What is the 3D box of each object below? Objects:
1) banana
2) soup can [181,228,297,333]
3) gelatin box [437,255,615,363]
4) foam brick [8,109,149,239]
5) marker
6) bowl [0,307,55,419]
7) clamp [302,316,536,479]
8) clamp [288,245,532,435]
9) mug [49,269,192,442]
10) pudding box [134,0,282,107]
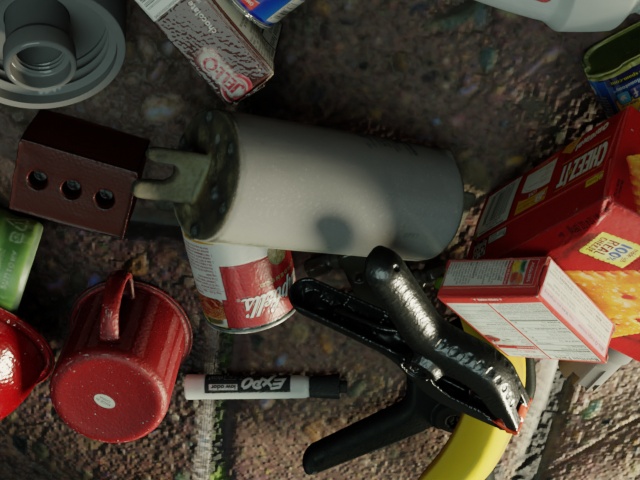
[{"bbox_3d":[0.104,0.116,0.744,0.070,0.037,0.198,14,114,21],"label":"banana"},{"bbox_3d":[-0.055,0.001,0.707,0.068,0.068,0.102,-6,119,6],"label":"soup can"},{"bbox_3d":[0.127,0.042,0.653,0.073,0.030,0.089,-3,148,45],"label":"gelatin box"},{"bbox_3d":[-0.157,-0.044,0.696,0.078,0.051,0.053,15,119,-6],"label":"foam brick"},{"bbox_3d":[-0.040,0.109,0.795,0.121,0.020,0.020,0,120,3],"label":"marker"},{"bbox_3d":[-0.268,0.091,0.729,0.162,0.055,0.162,4,147,2],"label":"bowl"},{"bbox_3d":[0.087,0.125,0.788,0.164,0.036,0.210,16,117,-5],"label":"clamp"},{"bbox_3d":[0.059,0.066,0.681,0.171,0.120,0.039,44,68,-21],"label":"clamp"},{"bbox_3d":[-0.141,0.077,0.746,0.093,0.081,0.117,6,120,-1],"label":"mug"},{"bbox_3d":[-0.071,-0.141,0.614,0.039,0.090,0.113,-33,113,17],"label":"pudding box"}]
